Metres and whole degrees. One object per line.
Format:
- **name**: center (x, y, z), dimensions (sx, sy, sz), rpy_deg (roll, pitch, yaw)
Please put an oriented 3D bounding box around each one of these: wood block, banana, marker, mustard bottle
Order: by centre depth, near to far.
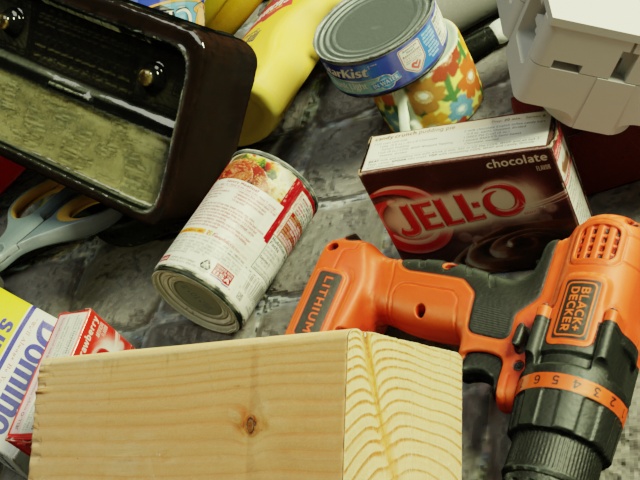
- **wood block**: center (-0.043, 0.100, 0.518), dimensions (0.207, 0.090, 0.091), rpy_deg (-9, 72, 39)
- **marker**: center (0.151, -0.162, 0.758), dimensions (0.121, 0.020, 0.020), rpy_deg (-30, 40, 4)
- **mustard bottle**: center (-0.025, -0.161, 0.839), dimensions (0.096, 0.058, 0.191), rpy_deg (-21, 33, 53)
- **banana**: center (-0.066, -0.201, 0.868), dimensions (0.198, 0.037, 0.069), rpy_deg (-44, 13, 37)

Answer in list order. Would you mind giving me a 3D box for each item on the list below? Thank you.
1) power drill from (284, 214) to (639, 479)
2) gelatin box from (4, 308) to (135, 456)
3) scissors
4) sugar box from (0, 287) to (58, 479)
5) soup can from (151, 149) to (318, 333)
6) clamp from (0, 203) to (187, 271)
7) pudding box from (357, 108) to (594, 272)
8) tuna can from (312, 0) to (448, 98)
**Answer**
- **power drill**: center (0.069, 0.066, 0.553), dimensions (0.188, 0.057, 0.184), rpy_deg (4, 54, 34)
- **gelatin box**: center (-0.139, 0.097, 0.637), dimensions (0.030, 0.073, 0.089), rpy_deg (-9, 49, 31)
- **scissors**: center (-0.198, 0.007, 0.723), dimensions (0.096, 0.016, 0.201), rpy_deg (-1, 32, 15)
- **sugar box**: center (-0.229, 0.077, 0.706), dimensions (0.176, 0.048, 0.093), rpy_deg (22, 62, 26)
- **soup can**: center (-0.055, 0.001, 0.690), dimensions (0.069, 0.068, 0.102), rpy_deg (8, 55, 39)
- **clamp**: center (-0.158, -0.046, 0.829), dimensions (0.210, 0.036, 0.164), rpy_deg (-3, 51, 32)
- **pudding box**: center (0.089, -0.024, 0.602), dimensions (0.114, 0.090, 0.039), rpy_deg (-9, 44, 26)
- **tuna can**: center (0.040, -0.134, 0.707), dimensions (0.086, 0.033, 0.086), rpy_deg (-18, 41, 17)
